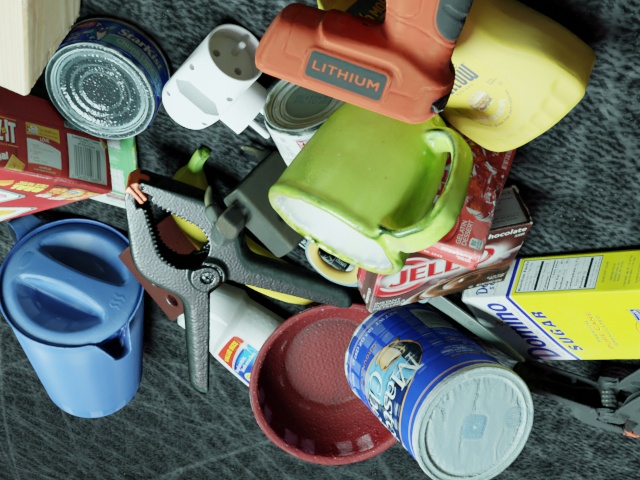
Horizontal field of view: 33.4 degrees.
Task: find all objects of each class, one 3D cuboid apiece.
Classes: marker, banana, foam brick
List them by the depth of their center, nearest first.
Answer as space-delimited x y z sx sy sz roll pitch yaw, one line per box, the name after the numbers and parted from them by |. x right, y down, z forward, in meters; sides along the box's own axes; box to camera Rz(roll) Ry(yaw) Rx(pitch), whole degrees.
-0.013 -0.004 0.888 0.121 0.020 0.020 36 146 -21 | marker
-0.073 0.000 0.913 0.070 0.037 0.197 -5 139 38 | banana
-0.130 0.022 0.947 0.078 0.051 0.053 50 143 -5 | foam brick

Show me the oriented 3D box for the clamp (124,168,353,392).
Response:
-0.097 0.031 0.883 0.165 0.036 0.209 -39 116 15 | clamp

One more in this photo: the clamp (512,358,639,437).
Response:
0.229 0.130 0.884 0.120 0.039 0.171 8 159 24 | clamp

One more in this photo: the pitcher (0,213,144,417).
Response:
-0.244 0.083 1.076 0.145 0.149 0.243 7 151 -3 | pitcher

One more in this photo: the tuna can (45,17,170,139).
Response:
-0.154 -0.116 0.773 0.086 0.033 0.086 9 133 9 | tuna can

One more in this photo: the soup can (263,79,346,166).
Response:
0.010 -0.064 0.737 0.069 0.068 0.102 2 143 29 | soup can

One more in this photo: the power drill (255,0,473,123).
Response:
0.025 -0.164 0.526 0.184 0.057 0.188 21 123 5 | power drill

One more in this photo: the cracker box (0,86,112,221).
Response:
-0.293 -0.056 0.808 0.214 0.072 0.164 -12 170 26 | cracker box

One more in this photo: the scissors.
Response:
0.064 0.041 0.850 0.202 0.016 0.096 47 136 -3 | scissors

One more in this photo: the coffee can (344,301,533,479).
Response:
0.093 0.121 0.871 0.102 0.103 0.140 42 179 -28 | coffee can

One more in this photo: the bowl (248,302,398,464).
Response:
0.014 0.122 0.981 0.162 0.055 0.162 -2 109 -5 | bowl

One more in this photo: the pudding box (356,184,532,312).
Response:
0.086 0.007 0.770 0.113 0.039 0.090 -14 154 -12 | pudding box

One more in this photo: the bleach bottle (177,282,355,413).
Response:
-0.054 0.112 1.049 0.250 0.068 0.103 37 144 -19 | bleach bottle

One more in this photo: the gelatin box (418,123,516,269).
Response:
0.083 -0.033 0.716 0.073 0.089 0.030 19 158 6 | gelatin box

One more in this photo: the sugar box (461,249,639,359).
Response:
0.206 0.051 0.810 0.177 0.048 0.093 -9 137 39 | sugar box

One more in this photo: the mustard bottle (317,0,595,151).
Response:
0.058 -0.129 0.618 0.191 0.058 0.096 33 152 -15 | mustard bottle
